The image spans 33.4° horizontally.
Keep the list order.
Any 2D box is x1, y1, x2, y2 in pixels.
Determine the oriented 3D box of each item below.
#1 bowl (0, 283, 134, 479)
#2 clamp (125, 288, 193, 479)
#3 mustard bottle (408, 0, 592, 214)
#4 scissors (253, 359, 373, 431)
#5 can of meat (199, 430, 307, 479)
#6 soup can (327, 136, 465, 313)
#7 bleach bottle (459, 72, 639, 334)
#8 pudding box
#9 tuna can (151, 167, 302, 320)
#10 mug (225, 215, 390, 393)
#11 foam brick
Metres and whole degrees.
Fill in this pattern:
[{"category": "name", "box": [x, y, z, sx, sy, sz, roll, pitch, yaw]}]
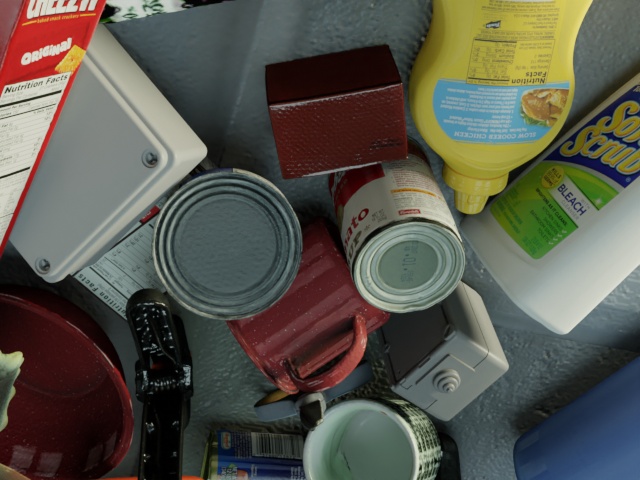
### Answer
[{"category": "bowl", "box": [-0.189, 0.084, 0.691, 0.162, 0.055, 0.162, 7, 123, 10]}, {"category": "clamp", "box": [-0.097, 0.096, 0.665, 0.039, 0.171, 0.120, 2, 82, -1]}, {"category": "mustard bottle", "box": [0.101, -0.099, 0.621, 0.096, 0.058, 0.192, -1, 124, -9]}, {"category": "scissors", "box": [0.009, 0.099, 0.690, 0.096, 0.202, 0.016, -22, 89, -18]}, {"category": "can of meat", "box": [-0.048, 0.190, 0.801, 0.084, 0.057, 0.102, 6, 124, -10]}, {"category": "soup can", "box": [0.044, -0.012, 0.646, 0.068, 0.102, 0.068, -4, 125, -6]}, {"category": "bleach bottle", "box": [0.203, -0.062, 0.650, 0.068, 0.103, 0.251, 32, 108, -35]}, {"category": "pudding box", "box": [-0.111, -0.012, 0.663, 0.114, 0.039, 0.090, -35, 123, 18]}, {"category": "tuna can", "box": [-0.054, 0.001, 0.619, 0.086, 0.034, 0.086, -1, 100, -5]}, {"category": "mug", "box": [-0.006, 0.045, 0.673, 0.081, 0.117, 0.093, -35, 129, 9]}, {"category": "foam brick", "box": [0.009, -0.076, 0.628, 0.078, 0.051, 0.053, -9, 126, -2]}]
